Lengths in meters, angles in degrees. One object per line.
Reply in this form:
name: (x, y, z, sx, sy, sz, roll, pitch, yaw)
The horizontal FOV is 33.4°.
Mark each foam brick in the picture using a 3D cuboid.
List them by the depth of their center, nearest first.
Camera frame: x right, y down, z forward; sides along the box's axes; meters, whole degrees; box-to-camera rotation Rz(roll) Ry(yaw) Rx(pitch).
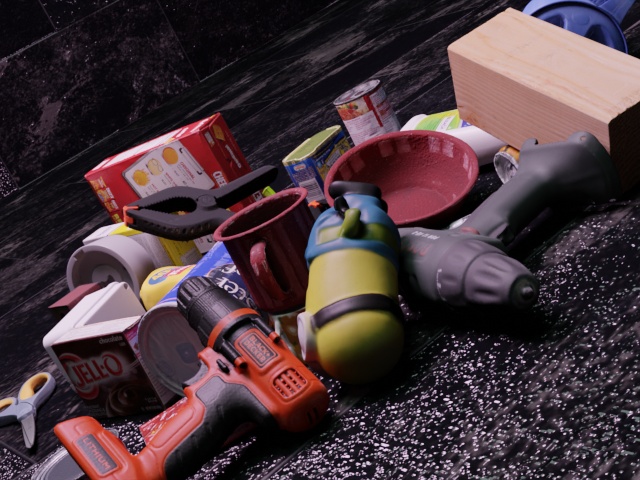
foam brick: (-0.273, 0.096, 1.261, 0.053, 0.078, 0.051, -11, 23, 50)

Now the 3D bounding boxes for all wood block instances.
wood block: (0.227, -0.134, 1.009, 0.090, 0.091, 0.206, -34, 43, -18)

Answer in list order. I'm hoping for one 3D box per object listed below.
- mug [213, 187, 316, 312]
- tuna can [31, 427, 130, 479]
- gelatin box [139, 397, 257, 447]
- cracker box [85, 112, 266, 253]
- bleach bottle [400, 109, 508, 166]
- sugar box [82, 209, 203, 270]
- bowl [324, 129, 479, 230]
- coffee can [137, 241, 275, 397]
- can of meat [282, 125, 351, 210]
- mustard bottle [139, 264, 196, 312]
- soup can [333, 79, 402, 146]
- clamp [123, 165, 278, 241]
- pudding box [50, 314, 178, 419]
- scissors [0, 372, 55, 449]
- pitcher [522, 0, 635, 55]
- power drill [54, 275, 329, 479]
mug: (-0.037, 0.014, 0.939, 0.093, 0.081, 0.117, -23, 16, 12)
tuna can: (-0.203, 0.200, 0.914, 0.086, 0.033, 0.086, -25, 16, 8)
gelatin box: (-0.104, 0.155, 0.899, 0.089, 0.030, 0.073, -31, 17, -11)
cracker box: (-0.191, -0.062, 1.455, 0.214, 0.164, 0.072, -17, 21, 32)
bleach bottle: (0.208, -0.127, 1.209, 0.251, 0.068, 0.102, -12, 23, 36)
sugar box: (-0.231, 0.019, 1.400, 0.177, 0.093, 0.048, -8, 25, 48)
bowl: (0.088, -0.048, 1.112, 0.162, 0.055, 0.162, -9, 38, 7)
coffee can: (-0.094, 0.070, 1.013, 0.103, 0.103, 0.140, -17, 19, 32)
can of meat: (0.007, -0.088, 1.363, 0.058, 0.084, 0.102, -13, 22, 40)
mustard bottle: (-0.148, 0.055, 1.216, 0.096, 0.058, 0.192, -22, 8, -41)
soup can: (0.070, -0.155, 1.432, 0.068, 0.102, 0.068, -25, 17, 8)
clamp: (-0.135, -0.042, 1.317, 0.210, 0.036, 0.164, 0, 36, -5)
pudding box: (-0.198, 0.124, 1.037, 0.114, 0.090, 0.039, -14, 20, 36)
scissors: (-0.335, 0.198, 1.161, 0.096, 0.016, 0.202, -28, 16, 4)
pitcher: (0.303, -0.247, 1.300, 0.149, 0.145, 0.242, -2, 19, 11)
power drill: (-0.112, 0.124, 0.847, 0.187, 0.057, 0.185, -37, 49, -16)
